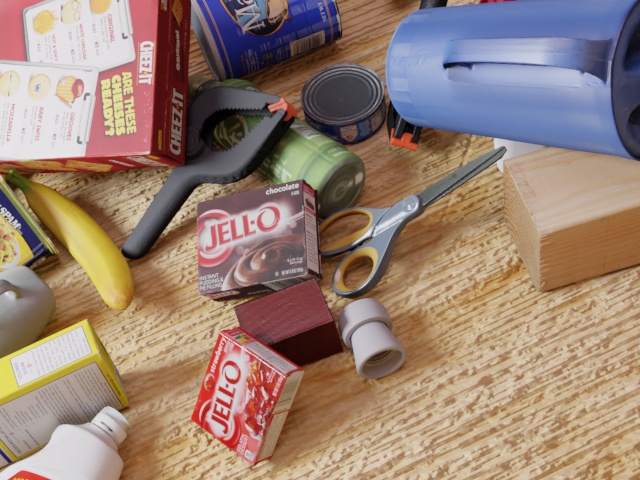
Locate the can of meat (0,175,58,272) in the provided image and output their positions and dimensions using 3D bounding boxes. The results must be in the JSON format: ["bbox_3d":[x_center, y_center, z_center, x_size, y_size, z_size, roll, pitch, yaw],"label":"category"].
[{"bbox_3d":[-0.313,-0.003,1.010,0.084,0.057,0.102,-38,97,-15],"label":"can of meat"}]

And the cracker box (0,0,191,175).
[{"bbox_3d":[-0.230,-0.150,1.012,0.214,0.072,0.164,-1,84,23],"label":"cracker box"}]

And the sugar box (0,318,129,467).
[{"bbox_3d":[-0.256,0.139,0.889,0.176,0.093,0.048,-23,52,-7],"label":"sugar box"}]

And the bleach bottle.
[{"bbox_3d":[-0.248,0.229,0.841,0.103,0.068,0.250,26,60,26],"label":"bleach bottle"}]

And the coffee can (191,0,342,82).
[{"bbox_3d":[-0.061,-0.236,1.133,0.140,0.103,0.103,-23,52,-7],"label":"coffee can"}]

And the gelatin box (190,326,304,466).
[{"bbox_3d":[-0.061,0.127,0.870,0.073,0.089,0.030,31,22,27],"label":"gelatin box"}]

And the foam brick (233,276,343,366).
[{"bbox_3d":[-0.027,0.076,0.920,0.078,0.053,0.051,-20,52,-5],"label":"foam brick"}]

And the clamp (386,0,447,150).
[{"bbox_3d":[0.090,-0.165,1.070,0.039,0.120,0.171,15,74,-3],"label":"clamp"}]

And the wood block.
[{"bbox_3d":[0.271,-0.040,0.927,0.206,0.091,0.090,-16,51,-2],"label":"wood block"}]

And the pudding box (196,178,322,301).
[{"bbox_3d":[-0.056,0.001,0.960,0.114,0.039,0.090,-11,71,21],"label":"pudding box"}]

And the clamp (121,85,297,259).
[{"bbox_3d":[-0.119,-0.078,1.011,0.210,0.036,0.164,-14,77,18],"label":"clamp"}]

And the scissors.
[{"bbox_3d":[0.078,-0.010,0.943,0.202,0.016,0.096,-18,61,28],"label":"scissors"}]

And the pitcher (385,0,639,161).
[{"bbox_3d":[0.170,-0.145,0.900,0.243,0.149,0.144,11,50,42],"label":"pitcher"}]

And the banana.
[{"bbox_3d":[-0.226,0.005,1.006,0.198,0.069,0.037,42,108,27],"label":"banana"}]

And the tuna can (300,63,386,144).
[{"bbox_3d":[0.024,-0.139,1.086,0.086,0.034,0.086,-5,52,7],"label":"tuna can"}]
